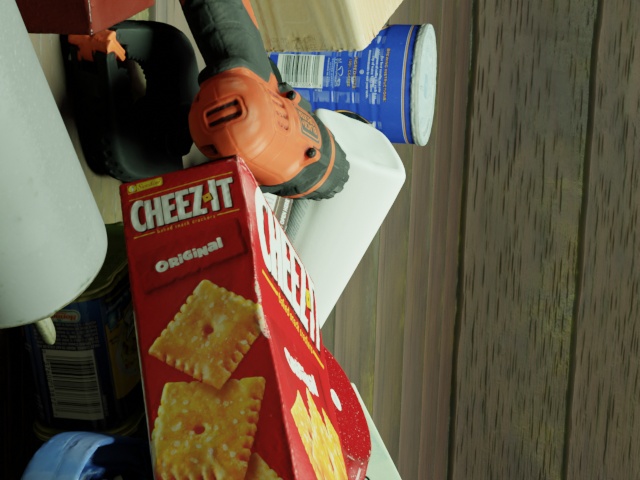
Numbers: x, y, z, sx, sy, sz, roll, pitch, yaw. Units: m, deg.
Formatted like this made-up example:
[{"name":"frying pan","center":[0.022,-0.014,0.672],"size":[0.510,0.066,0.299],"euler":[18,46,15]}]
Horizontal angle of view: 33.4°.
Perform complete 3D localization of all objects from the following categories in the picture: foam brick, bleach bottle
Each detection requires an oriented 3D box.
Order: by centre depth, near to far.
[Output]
[{"name":"foam brick","center":[-0.118,-0.132,0.509],"size":[0.078,0.053,0.051],"euler":[-56,148,-63]},{"name":"bleach bottle","center":[-0.023,0.033,0.809],"size":[0.251,0.068,0.102],"euler":[-63,-160,21]}]

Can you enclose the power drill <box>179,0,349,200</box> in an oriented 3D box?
[{"name":"power drill","center":[-0.042,-0.115,0.615],"size":[0.184,0.057,0.188],"euler":[23,46,-74]}]

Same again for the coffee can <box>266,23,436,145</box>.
[{"name":"coffee can","center":[0.024,-0.136,0.920],"size":[0.102,0.140,0.103],"euler":[4,90,-77]}]

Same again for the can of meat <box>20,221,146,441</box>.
[{"name":"can of meat","center":[-0.116,0.045,0.565],"size":[0.102,0.057,0.084],"euler":[-59,148,-64]}]

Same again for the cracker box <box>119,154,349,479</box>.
[{"name":"cracker box","center":[-0.031,0.090,0.534],"size":[0.164,0.072,0.214],"euler":[65,12,-61]}]

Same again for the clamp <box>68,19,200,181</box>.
[{"name":"clamp","center":[-0.096,-0.058,0.642],"size":[0.164,0.036,0.209],"euler":[-70,159,-9]}]
